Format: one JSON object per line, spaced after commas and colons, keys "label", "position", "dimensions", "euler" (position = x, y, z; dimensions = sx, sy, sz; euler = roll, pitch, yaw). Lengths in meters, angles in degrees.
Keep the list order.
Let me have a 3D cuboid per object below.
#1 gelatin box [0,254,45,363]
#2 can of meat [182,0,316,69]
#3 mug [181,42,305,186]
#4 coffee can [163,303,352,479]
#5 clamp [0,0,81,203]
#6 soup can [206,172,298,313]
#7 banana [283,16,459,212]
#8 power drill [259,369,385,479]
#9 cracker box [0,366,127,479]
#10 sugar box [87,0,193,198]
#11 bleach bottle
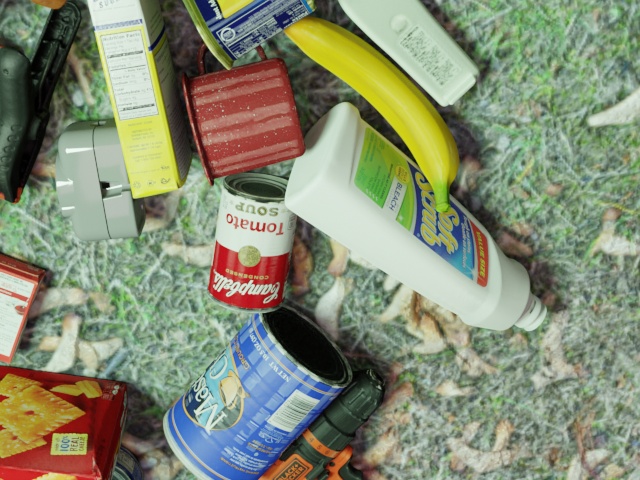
{"label": "gelatin box", "position": [-0.291, 0.054, 0.937], "dimensions": [0.073, 0.030, 0.089], "euler": [21, 110, -8]}
{"label": "can of meat", "position": [-0.061, -0.195, 0.807], "dimensions": [0.084, 0.057, 0.102], "euler": [-31, 66, 8]}
{"label": "mug", "position": [-0.062, -0.109, 0.851], "dimensions": [0.081, 0.093, 0.117], "euler": [-14, 83, -1]}
{"label": "coffee can", "position": [-0.056, 0.137, 0.935], "dimensions": [0.102, 0.103, 0.140], "euler": [37, 107, -14]}
{"label": "clamp", "position": [-0.236, -0.098, 0.833], "dimensions": [0.039, 0.120, 0.172], "euler": [23, 114, 4]}
{"label": "soup can", "position": [-0.056, 0.001, 0.899], "dimensions": [0.068, 0.068, 0.102], "euler": [8, 111, -4]}
{"label": "banana", "position": [0.052, -0.114, 0.856], "dimensions": [0.198, 0.069, 0.037], "euler": [47, 121, -7]}
{"label": "power drill", "position": [0.041, 0.226, 0.999], "dimensions": [0.187, 0.057, 0.185], "euler": [41, 110, -13]}
{"label": "cracker box", "position": [-0.282, 0.170, 0.912], "dimensions": [0.213, 0.164, 0.072], "euler": [9, 110, -5]}
{"label": "sugar box", "position": [-0.140, -0.131, 0.831], "dimensions": [0.048, 0.093, 0.176], "euler": [-11, 111, 3]}
{"label": "bleach bottle", "position": [0.091, -0.005, 0.893], "dimensions": [0.250, 0.102, 0.068], "euler": [34, 139, -20]}
